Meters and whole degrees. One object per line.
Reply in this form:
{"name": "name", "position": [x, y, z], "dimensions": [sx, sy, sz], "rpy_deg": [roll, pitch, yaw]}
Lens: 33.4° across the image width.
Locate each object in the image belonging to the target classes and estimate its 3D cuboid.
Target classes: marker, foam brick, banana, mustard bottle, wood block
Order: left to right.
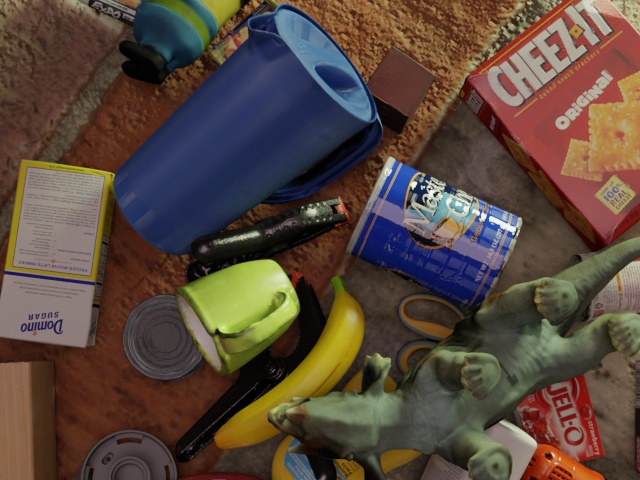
{"name": "wood block", "position": [-0.303, 0.219, 1.011], "dimensions": [0.091, 0.090, 0.206], "rpy_deg": [-3, 84, 0]}
{"name": "marker", "position": [-0.218, -0.241, 1.096], "dimensions": [0.121, 0.020, 0.020], "rpy_deg": [24, 84, 3]}
{"name": "banana", "position": [-0.016, 0.123, 0.985], "dimensions": [0.197, 0.070, 0.037], "rpy_deg": [-51, 128, -16]}
{"name": "mustard bottle", "position": [0.012, 0.214, 1.022], "dimensions": [0.191, 0.058, 0.096], "rpy_deg": [-41, 72, -4]}
{"name": "foam brick", "position": [0.075, -0.146, 1.054], "dimensions": [0.053, 0.078, 0.051], "rpy_deg": [34, 83, 4]}

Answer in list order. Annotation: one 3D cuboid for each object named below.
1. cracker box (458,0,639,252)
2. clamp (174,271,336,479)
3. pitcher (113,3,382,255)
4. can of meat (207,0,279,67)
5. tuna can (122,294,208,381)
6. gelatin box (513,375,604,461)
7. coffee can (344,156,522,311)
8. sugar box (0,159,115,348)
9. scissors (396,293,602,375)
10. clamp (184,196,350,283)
{"name": "cracker box", "position": [0.268, -0.122, 1.052], "dimensions": [0.164, 0.072, 0.214], "rpy_deg": [-38, 84, -4]}
{"name": "clamp", "position": [-0.034, 0.134, 1.023], "dimensions": [0.165, 0.036, 0.210], "rpy_deg": [13, 72, 24]}
{"name": "pitcher", "position": [-0.069, -0.089, 0.997], "dimensions": [0.243, 0.144, 0.149], "rpy_deg": [-38, 89, 23]}
{"name": "can of meat", "position": [-0.051, -0.179, 1.070], "dimensions": [0.084, 0.057, 0.102], "rpy_deg": [-42, 84, -1]}
{"name": "tuna can", "position": [-0.151, 0.096, 1.051], "dimensions": [0.086, 0.034, 0.086], "rpy_deg": [0, 84, 0]}
{"name": "gelatin box", "position": [0.228, 0.173, 1.040], "dimensions": [0.073, 0.030, 0.089], "rpy_deg": [-12, 84, -1]}
{"name": "coffee can", "position": [0.107, -0.005, 1.025], "dimensions": [0.140, 0.103, 0.103], "rpy_deg": [25, 84, 3]}
{"name": "sugar box", "position": [-0.260, 0.014, 1.056], "dimensions": [0.093, 0.048, 0.176], "rpy_deg": [8, 87, 1]}
{"name": "scissors", "position": [0.161, 0.118, 1.042], "dimensions": [0.202, 0.016, 0.096], "rpy_deg": [26, 90, 12]}
{"name": "clamp", "position": [-0.057, 0.001, 1.040], "dimensions": [0.171, 0.120, 0.039], "rpy_deg": [-16, 84, -23]}
